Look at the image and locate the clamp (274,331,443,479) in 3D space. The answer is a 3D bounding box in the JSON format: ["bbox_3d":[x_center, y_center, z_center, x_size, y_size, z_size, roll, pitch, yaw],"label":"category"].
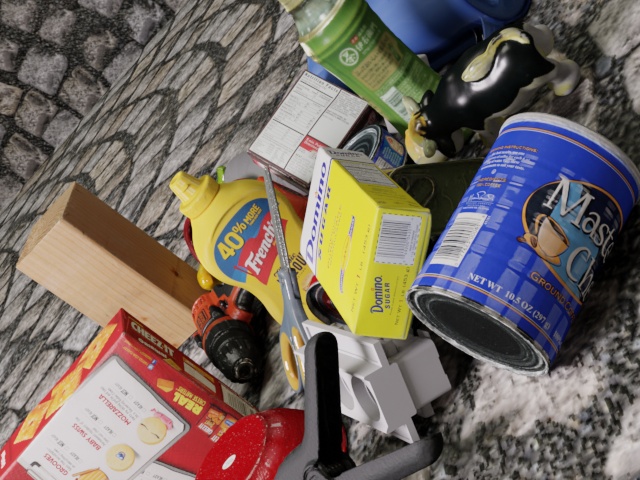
[{"bbox_3d":[0.004,0.149,0.724,0.120,0.039,0.172,53,125,33],"label":"clamp"}]

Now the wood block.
[{"bbox_3d":[-0.237,0.039,1.248,0.090,0.206,0.091,-42,23,23],"label":"wood block"}]

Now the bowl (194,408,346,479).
[{"bbox_3d":[-0.053,0.190,0.842,0.162,0.055,0.162,-42,23,22],"label":"bowl"}]

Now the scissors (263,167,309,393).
[{"bbox_3d":[-0.030,0.046,0.917,0.096,0.016,0.202,130,126,-66],"label":"scissors"}]

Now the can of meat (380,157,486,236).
[{"bbox_3d":[0.084,-0.035,0.869,0.084,0.102,0.057,-170,74,-69],"label":"can of meat"}]

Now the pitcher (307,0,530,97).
[{"bbox_3d":[0.095,-0.222,1.124,0.243,0.145,0.149,-33,16,47],"label":"pitcher"}]

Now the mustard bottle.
[{"bbox_3d":[-0.056,0.001,0.960,0.096,0.191,0.058,-52,21,0],"label":"mustard bottle"}]

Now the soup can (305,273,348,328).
[{"bbox_3d":[0.033,0.019,0.922,0.069,0.068,0.102,-30,30,44],"label":"soup can"}]

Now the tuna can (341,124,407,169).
[{"bbox_3d":[0.039,-0.064,0.980,0.086,0.033,0.086,-44,23,24],"label":"tuna can"}]

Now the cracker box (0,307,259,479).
[{"bbox_3d":[-0.178,0.192,0.942,0.214,0.164,0.072,-49,19,6],"label":"cracker box"}]

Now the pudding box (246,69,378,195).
[{"bbox_3d":[-0.008,-0.111,1.111,0.090,0.039,0.113,31,80,27],"label":"pudding box"}]

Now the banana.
[{"bbox_3d":[-0.127,-0.001,1.290,0.037,0.069,0.198,-10,45,10],"label":"banana"}]

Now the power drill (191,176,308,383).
[{"bbox_3d":[-0.066,0.037,1.065,0.188,0.057,0.185,-62,23,6],"label":"power drill"}]

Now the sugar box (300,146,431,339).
[{"bbox_3d":[0.027,-0.004,0.784,0.176,0.048,0.093,-132,50,-67],"label":"sugar box"}]

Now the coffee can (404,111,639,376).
[{"bbox_3d":[0.133,0.002,0.696,0.140,0.102,0.103,-58,22,-16],"label":"coffee can"}]
